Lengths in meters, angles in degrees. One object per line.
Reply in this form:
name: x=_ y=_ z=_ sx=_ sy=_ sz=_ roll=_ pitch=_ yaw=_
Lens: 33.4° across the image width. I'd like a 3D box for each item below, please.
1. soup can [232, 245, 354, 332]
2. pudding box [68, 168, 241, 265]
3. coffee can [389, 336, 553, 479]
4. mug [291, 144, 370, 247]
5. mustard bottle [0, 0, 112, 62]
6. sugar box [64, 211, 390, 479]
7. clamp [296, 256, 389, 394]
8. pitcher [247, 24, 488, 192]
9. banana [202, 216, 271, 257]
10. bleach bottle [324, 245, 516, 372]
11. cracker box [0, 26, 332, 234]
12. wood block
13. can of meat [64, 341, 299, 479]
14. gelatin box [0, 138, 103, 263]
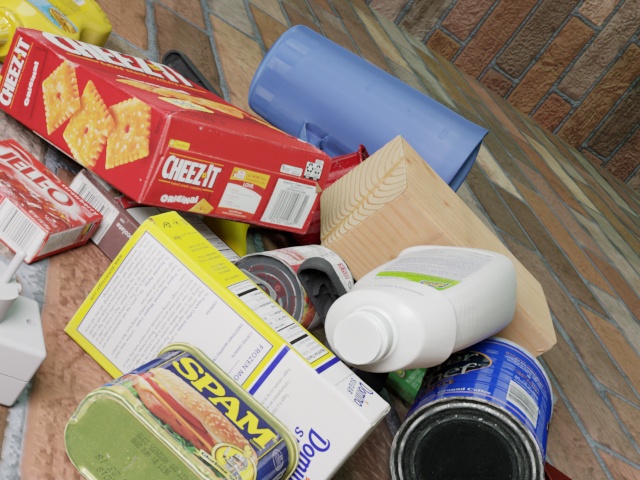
soup can: x=-0.023 y=0.040 z=0.805 sx=0.068 sy=0.069 sz=0.102 roll=43 pitch=18 yaw=15
pudding box: x=-0.122 y=-0.005 z=0.777 sx=0.113 sy=0.039 sz=0.089 roll=45 pitch=18 yaw=17
coffee can: x=0.112 y=0.137 z=0.765 sx=0.103 sy=0.103 sz=0.140 roll=39 pitch=18 yaw=4
mug: x=0.013 y=-0.041 z=0.995 sx=0.117 sy=0.081 sz=0.093 roll=-93 pitch=163 yaw=-49
mustard bottle: x=-0.258 y=-0.193 z=0.949 sx=0.096 sy=0.058 sz=0.191 roll=35 pitch=18 yaw=-4
sugar box: x=-0.055 y=0.074 z=0.620 sx=0.176 sy=0.093 sz=0.048 roll=41 pitch=19 yaw=9
clamp: x=0.019 y=0.087 z=0.775 sx=0.039 sy=0.120 sz=0.171 roll=4 pitch=-13 yaw=25
pitcher: x=0.042 y=-0.117 z=1.131 sx=0.243 sy=0.145 sz=0.149 roll=34 pitch=5 yaw=7
banana: x=-0.065 y=-0.014 z=0.916 sx=0.069 sy=0.037 sz=0.197 roll=61 pitch=17 yaw=-12
bleach bottle: x=0.060 y=0.046 z=0.718 sx=0.103 sy=0.068 sz=0.250 roll=2 pitch=5 yaw=22
cracker box: x=-0.120 y=-0.085 z=0.800 sx=0.163 sy=0.072 sz=0.214 roll=10 pitch=17 yaw=-47
wood block: x=0.101 y=0.024 z=0.912 sx=0.206 sy=0.091 sz=0.090 roll=44 pitch=24 yaw=-25
can of meat: x=-0.073 y=0.109 z=0.561 sx=0.102 sy=0.057 sz=0.083 roll=40 pitch=21 yaw=11
gelatin box: x=-0.198 y=-0.029 z=0.703 sx=0.089 sy=0.030 sz=0.073 roll=40 pitch=18 yaw=7
